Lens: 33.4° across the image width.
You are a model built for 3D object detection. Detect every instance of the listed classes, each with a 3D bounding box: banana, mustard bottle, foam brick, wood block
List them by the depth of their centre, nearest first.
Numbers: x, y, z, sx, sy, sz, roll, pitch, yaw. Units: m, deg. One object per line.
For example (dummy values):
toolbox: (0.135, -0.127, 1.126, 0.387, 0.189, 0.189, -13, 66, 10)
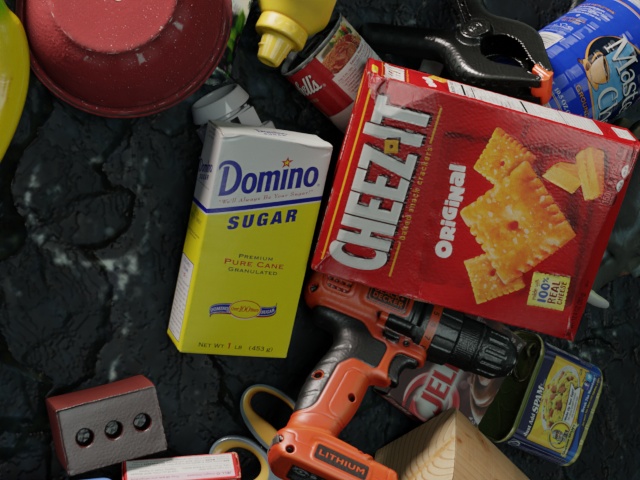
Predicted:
banana: (-0.249, -0.080, 0.759, 0.069, 0.037, 0.198, 19, 90, -52)
foam brick: (-0.161, 0.138, 0.805, 0.078, 0.051, 0.053, -13, 97, -23)
mustard bottle: (-0.002, -0.224, 0.839, 0.058, 0.096, 0.191, 27, 81, -23)
wood block: (0.144, 0.252, 0.904, 0.091, 0.090, 0.206, -35, 111, 26)

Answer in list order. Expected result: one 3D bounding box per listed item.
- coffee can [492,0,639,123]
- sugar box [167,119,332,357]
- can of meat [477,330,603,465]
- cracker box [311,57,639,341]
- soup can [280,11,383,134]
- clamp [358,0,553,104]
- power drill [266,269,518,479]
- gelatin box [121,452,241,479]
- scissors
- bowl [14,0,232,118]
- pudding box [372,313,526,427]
coffee can: (0.220, -0.142, 0.935, 0.140, 0.103, 0.103, -34, 104, -19)
sugar box: (-0.055, 0.001, 0.826, 0.093, 0.048, 0.176, 5, 108, -25)
can of meat: (0.199, 0.143, 0.960, 0.083, 0.058, 0.102, 25, 82, -25)
cracker box: (0.116, -0.031, 0.824, 0.213, 0.072, 0.164, 15, 108, -2)
soup can: (0.027, -0.126, 0.870, 0.102, 0.069, 0.068, 42, 76, -20)
clamp: (0.130, -0.171, 0.883, 0.120, 0.172, 0.039, -49, 152, -18)
power drill: (0.052, 0.120, 0.843, 0.184, 0.057, 0.187, 22, 58, 3)
gelatin box: (-0.107, 0.200, 0.818, 0.089, 0.030, 0.073, -3, 125, -13)
scissors: (-0.012, 0.204, 0.839, 0.096, 0.016, 0.202, -37, 71, -2)
bowl: (-0.145, -0.172, 0.769, 0.162, 0.055, 0.162, 0, 85, -1)
pudding box: (0.113, 0.110, 0.931, 0.090, 0.039, 0.113, 37, 77, -19)
